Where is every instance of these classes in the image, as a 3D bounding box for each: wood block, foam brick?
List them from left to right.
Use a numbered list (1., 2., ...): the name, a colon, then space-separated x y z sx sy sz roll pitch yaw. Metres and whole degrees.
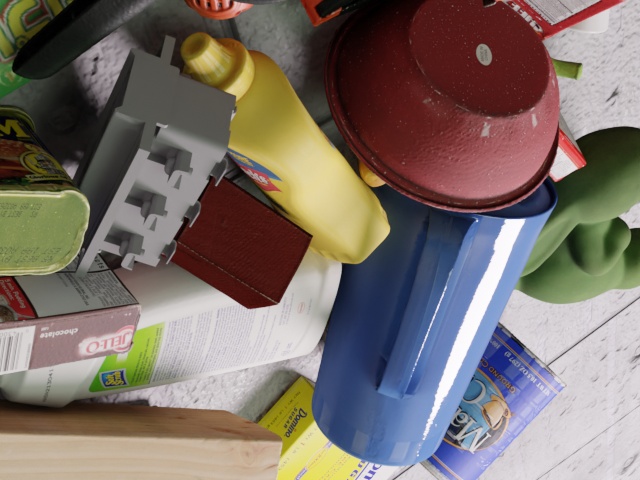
1. wood block: -0.140 0.157 0.691 0.205 0.090 0.091 8 91 -33
2. foam brick: -0.054 0.001 0.659 0.078 0.053 0.051 34 71 -20

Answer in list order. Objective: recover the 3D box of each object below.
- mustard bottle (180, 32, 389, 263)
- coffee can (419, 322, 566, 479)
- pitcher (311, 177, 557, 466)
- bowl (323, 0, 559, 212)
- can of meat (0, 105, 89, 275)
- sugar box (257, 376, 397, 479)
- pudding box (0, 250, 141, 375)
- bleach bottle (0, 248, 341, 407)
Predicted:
1. mustard bottle: -0.029 -0.060 0.641 0.058 0.096 0.191 -45 143 -4
2. coffee can: 0.141 0.149 0.987 0.140 0.103 0.102 -47 143 2
3. pitcher: 0.069 0.050 0.781 0.148 0.145 0.243 -7 126 -36
4. bowl: 0.086 -0.100 0.652 0.161 0.162 0.055 -21 164 -28
5. can of meat: -0.179 -0.026 0.544 0.101 0.084 0.057 -1 125 -42
6. sugar box: 0.006 0.188 0.945 0.093 0.048 0.176 -48 141 4
7. pudding box: -0.171 0.031 0.600 0.113 0.090 0.039 -5 126 -39
8. bleach bottle: -0.110 0.051 0.698 0.250 0.068 0.103 -9 131 -34
